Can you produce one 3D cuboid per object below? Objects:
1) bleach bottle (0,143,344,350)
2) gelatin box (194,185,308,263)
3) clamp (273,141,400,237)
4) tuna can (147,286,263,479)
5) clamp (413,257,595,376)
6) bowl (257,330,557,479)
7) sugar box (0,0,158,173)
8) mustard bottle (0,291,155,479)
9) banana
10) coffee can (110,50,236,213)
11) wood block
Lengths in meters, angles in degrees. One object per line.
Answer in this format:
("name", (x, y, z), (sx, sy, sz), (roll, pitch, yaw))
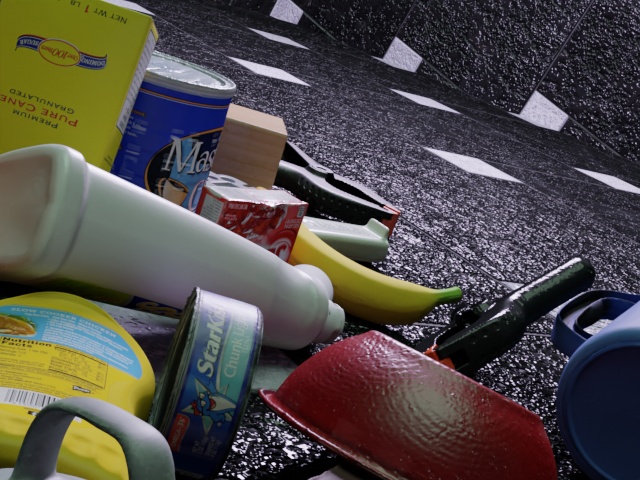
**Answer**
("bleach bottle", (-0.074, 0.019, 0.615), (0.103, 0.068, 0.250), (-2, -18, 45))
("gelatin box", (-0.055, 0.001, 0.761), (0.030, 0.073, 0.089), (30, 18, 35))
("clamp", (-0.005, -0.061, 1.117), (0.210, 0.036, 0.164), (26, 17, 20))
("tuna can", (-0.055, 0.067, 0.497), (0.033, 0.086, 0.086), (17, 15, -11))
("clamp", (0.108, 0.063, 0.746), (0.171, 0.120, 0.039), (-24, 82, -45))
("bowl", (0.053, 0.088, 0.515), (0.162, 0.055, 0.162), (28, -4, 2))
("sugar box", (-0.172, -0.065, 0.653), (0.093, 0.176, 0.048), (18, -8, -1))
("mustard bottle", (-0.122, 0.067, 0.469), (0.096, 0.058, 0.191), (15, 15, -11))
("banana", (0.009, 0.017, 0.826), (0.198, 0.037, 0.069), (29, 30, 21))
("coffee can", (-0.128, -0.057, 0.749), (0.102, 0.140, 0.103), (17, 15, -5))
("wood block", (-0.141, -0.089, 0.949), (0.206, 0.090, 0.091), (15, 15, -10))
